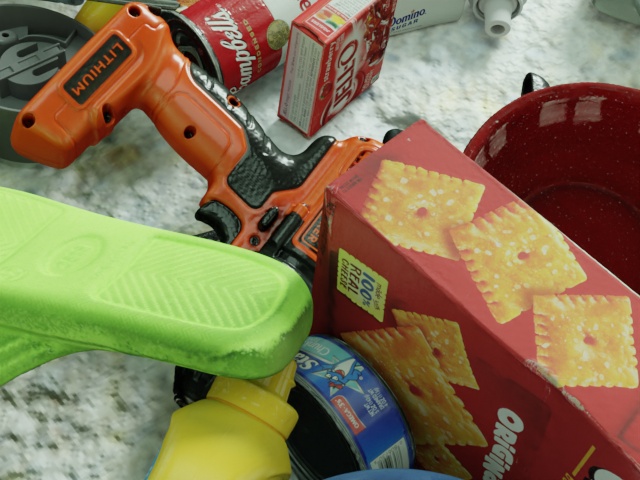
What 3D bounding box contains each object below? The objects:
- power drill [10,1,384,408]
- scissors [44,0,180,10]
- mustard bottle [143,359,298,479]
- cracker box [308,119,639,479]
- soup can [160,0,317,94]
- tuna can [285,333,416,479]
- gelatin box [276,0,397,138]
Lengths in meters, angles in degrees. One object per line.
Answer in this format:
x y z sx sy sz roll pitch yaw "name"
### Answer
-0.069 -0.022 0.573 0.187 0.057 0.184 38 67 -3 "power drill"
-0.150 -0.156 0.659 0.202 0.016 0.096 10 21 23 "scissors"
-0.061 0.131 0.448 0.058 0.096 0.191 24 71 11 "mustard bottle"
0.087 0.073 0.490 0.072 0.164 0.214 -36 66 -25 "cracker box"
-0.048 -0.136 0.677 0.102 0.068 0.068 -37 67 -27 "soup can"
0.006 0.089 0.517 0.033 0.086 0.086 -32 65 -27 "tuna can"
0.011 -0.115 0.657 0.030 0.089 0.073 37 59 16 "gelatin box"
